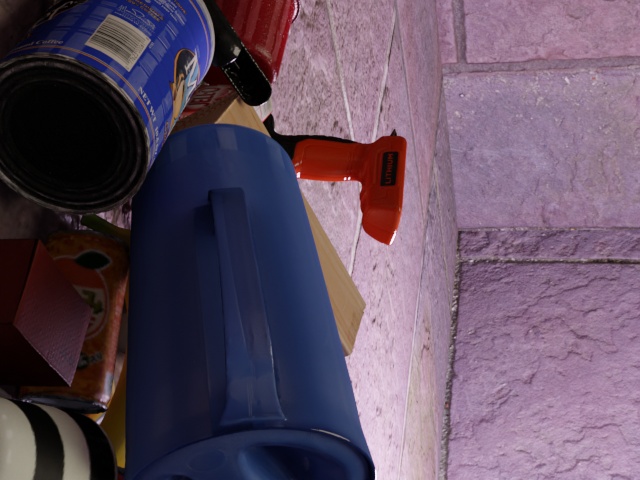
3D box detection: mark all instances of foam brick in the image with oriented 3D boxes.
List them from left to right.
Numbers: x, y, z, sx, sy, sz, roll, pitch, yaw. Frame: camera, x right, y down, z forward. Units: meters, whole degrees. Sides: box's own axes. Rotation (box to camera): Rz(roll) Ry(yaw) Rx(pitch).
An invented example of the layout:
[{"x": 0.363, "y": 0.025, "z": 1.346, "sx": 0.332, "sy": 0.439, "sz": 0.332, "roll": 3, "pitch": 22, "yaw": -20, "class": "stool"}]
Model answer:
[{"x": -0.168, "y": 0.041, "z": 0.584, "sx": 0.078, "sy": 0.051, "sz": 0.053, "roll": 71, "pitch": 23, "yaw": -54, "class": "foam brick"}]

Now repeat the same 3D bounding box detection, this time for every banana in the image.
[{"x": -0.124, "y": 0.074, "z": 0.698, "sx": 0.037, "sy": 0.069, "sz": 0.198, "roll": 85, "pitch": 2, "yaw": -66, "class": "banana"}]

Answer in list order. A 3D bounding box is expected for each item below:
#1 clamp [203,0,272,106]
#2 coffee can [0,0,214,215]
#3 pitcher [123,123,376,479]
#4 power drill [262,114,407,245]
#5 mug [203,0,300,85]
[{"x": -0.091, "y": -0.171, "z": 0.775, "sx": 0.171, "sy": 0.039, "sz": 0.120, "roll": 59, "pitch": -2, "yaw": 20, "class": "clamp"}, {"x": -0.130, "y": -0.096, "z": 0.638, "sx": 0.140, "sy": 0.103, "sz": 0.103, "roll": -73, "pitch": 159, "yaw": -52, "class": "coffee can"}, {"x": -0.052, "y": 0.041, "z": 0.620, "sx": 0.144, "sy": 0.149, "sz": 0.243, "roll": 30, "pitch": 35, "yaw": -39, "class": "pitcher"}, {"x": -0.020, "y": -0.050, "z": 0.952, "sx": 0.057, "sy": 0.187, "sz": 0.184, "roll": 103, "pitch": -3, "yaw": -51, "class": "power drill"}, {"x": -0.068, "y": -0.178, "z": 0.958, "sx": 0.117, "sy": 0.093, "sz": 0.081, "roll": 70, "pitch": 28, "yaw": -60, "class": "mug"}]
